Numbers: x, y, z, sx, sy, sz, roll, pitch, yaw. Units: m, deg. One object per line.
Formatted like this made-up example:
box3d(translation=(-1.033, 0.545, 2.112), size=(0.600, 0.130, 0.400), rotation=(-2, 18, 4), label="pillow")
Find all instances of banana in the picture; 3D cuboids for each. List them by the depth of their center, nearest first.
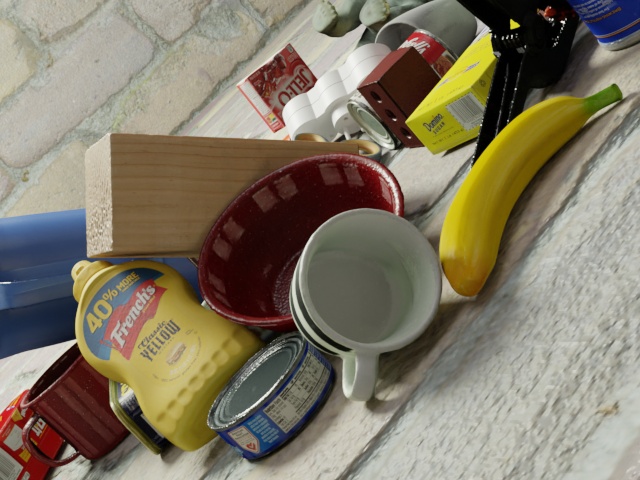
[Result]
box3d(translation=(0.119, -0.036, 0.677), size=(0.197, 0.037, 0.070), rotation=(-51, 15, -28), label="banana")

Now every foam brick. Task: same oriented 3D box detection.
box3d(translation=(0.082, -0.132, 0.982), size=(0.051, 0.078, 0.053), rotation=(-45, 14, -12), label="foam brick")

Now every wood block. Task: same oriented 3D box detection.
box3d(translation=(-0.078, -0.033, 0.862), size=(0.205, 0.090, 0.091), rotation=(0, -5, -24), label="wood block")

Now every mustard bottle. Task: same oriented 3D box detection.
box3d(translation=(-0.129, 0.068, 0.805), size=(0.192, 0.058, 0.096), rotation=(35, 79, 36), label="mustard bottle")

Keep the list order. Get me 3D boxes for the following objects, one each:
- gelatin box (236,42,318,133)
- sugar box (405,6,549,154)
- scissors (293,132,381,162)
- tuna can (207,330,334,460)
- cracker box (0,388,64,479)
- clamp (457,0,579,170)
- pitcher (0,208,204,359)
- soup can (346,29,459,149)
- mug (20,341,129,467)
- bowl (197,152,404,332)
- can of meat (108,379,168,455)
box3d(translation=(-0.045, -0.182, 1.273), size=(0.089, 0.073, 0.030), rotation=(-45, 12, -35), label="gelatin box")
box3d(translation=(0.154, -0.154, 0.912), size=(0.094, 0.048, 0.176), rotation=(-23, 26, 55), label="sugar box")
box3d(translation=(0.041, -0.062, 0.993), size=(0.096, 0.016, 0.202), rotation=(-6, 27, -27), label="scissors")
box3d(translation=(-0.032, 0.101, 0.698), size=(0.086, 0.033, 0.086), rotation=(-40, 14, 12), label="tuna can")
box3d(translation=(-0.362, 0.266, 1.063), size=(0.214, 0.072, 0.164), rotation=(-40, 13, 15), label="cracker box")
box3d(translation=(0.147, -0.142, 0.797), size=(0.036, 0.164, 0.209), rotation=(-2, 15, 37), label="clamp")
box3d(translation=(-0.205, 0.028, 1.022), size=(0.242, 0.149, 0.145), rotation=(-11, -41, -19), label="pitcher")
box3d(translation=(0.083, -0.147, 1.046), size=(0.102, 0.068, 0.069), rotation=(-46, 14, -9), label="soup can")
box3d(translation=(-0.218, 0.153, 0.968), size=(0.117, 0.081, 0.093), rotation=(-51, 15, -30), label="mug")
box3d(translation=(-0.006, 0.012, 0.773), size=(0.162, 0.055, 0.162), rotation=(-18, 43, 17), label="bowl")
box3d(translation=(-0.121, 0.115, 0.866), size=(0.084, 0.057, 0.102), rotation=(-41, 14, -3), label="can of meat")
